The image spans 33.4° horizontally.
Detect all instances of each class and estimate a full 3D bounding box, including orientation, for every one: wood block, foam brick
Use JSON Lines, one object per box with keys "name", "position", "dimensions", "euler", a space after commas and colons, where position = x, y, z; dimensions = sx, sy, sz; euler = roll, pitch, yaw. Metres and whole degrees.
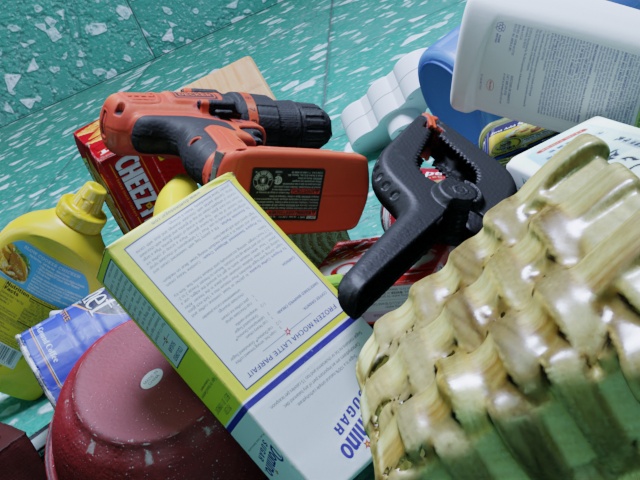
{"name": "wood block", "position": [-0.055, -0.057, 0.914], "dimensions": [0.091, 0.090, 0.206], "euler": [-26, 44, -1]}
{"name": "foam brick", "position": [-0.224, 0.166, 0.708], "dimensions": [0.078, 0.051, 0.053], "euler": [-37, 22, -31]}

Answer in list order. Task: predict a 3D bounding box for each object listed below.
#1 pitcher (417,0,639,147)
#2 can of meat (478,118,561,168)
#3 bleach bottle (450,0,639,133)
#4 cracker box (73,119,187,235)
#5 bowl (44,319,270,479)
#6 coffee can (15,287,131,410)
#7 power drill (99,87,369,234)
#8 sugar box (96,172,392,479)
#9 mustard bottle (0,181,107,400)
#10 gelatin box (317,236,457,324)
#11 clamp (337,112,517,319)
{"name": "pitcher", "position": [0.211, -0.185, 1.003], "dimensions": [0.242, 0.149, 0.145], "euler": [-34, 43, -15]}
{"name": "can of meat", "position": [0.173, -0.063, 0.813], "dimensions": [0.102, 0.057, 0.084], "euler": [-20, 22, 18]}
{"name": "bleach bottle", "position": [0.217, -0.101, 0.719], "dimensions": [0.251, 0.103, 0.068], "euler": [23, 43, 22]}
{"name": "cracker box", "position": [-0.149, -0.030, 0.963], "dimensions": [0.072, 0.164, 0.214], "euler": [-30, 19, -9]}
{"name": "bowl", "position": [-0.092, 0.094, 0.623], "dimensions": [0.162, 0.055, 0.162], "euler": [-7, 47, 7]}
{"name": "coffee can", "position": [-0.125, 0.075, 0.747], "dimensions": [0.140, 0.103, 0.103], "euler": [-30, 19, -13]}
{"name": "power drill", "position": [-0.043, -0.060, 0.744], "dimensions": [0.184, 0.057, 0.188], "euler": [-4, 21, -28]}
{"name": "sugar box", "position": [-0.031, 0.054, 0.585], "dimensions": [0.093, 0.176, 0.048], "euler": [-36, -9, -32]}
{"name": "mustard bottle", "position": [-0.227, 0.034, 0.869], "dimensions": [0.192, 0.096, 0.058], "euler": [-56, 9, 18]}
{"name": "gelatin box", "position": [0.040, 0.023, 0.675], "dimensions": [0.089, 0.030, 0.073], "euler": [-7, 23, 27]}
{"name": "clamp", "position": [0.092, -0.012, 0.651], "dimensions": [0.164, 0.036, 0.210], "euler": [10, 34, -5]}
